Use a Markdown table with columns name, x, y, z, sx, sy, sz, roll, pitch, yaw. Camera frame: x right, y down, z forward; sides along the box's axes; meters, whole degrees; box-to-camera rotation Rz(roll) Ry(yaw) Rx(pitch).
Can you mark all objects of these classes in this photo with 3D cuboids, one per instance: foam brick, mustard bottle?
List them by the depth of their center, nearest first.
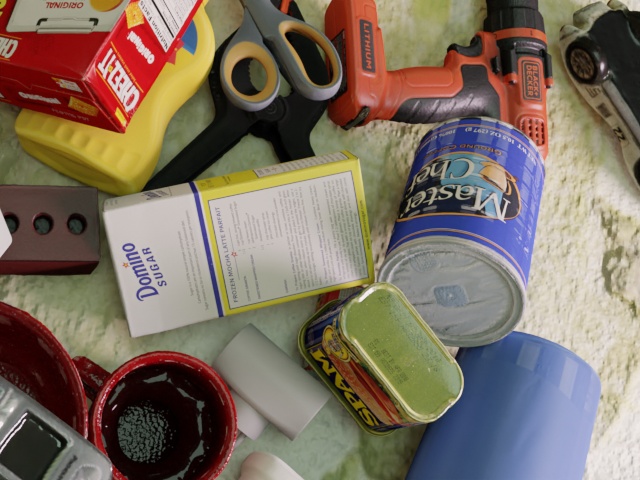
| name | x | y | z | sx | sy | sz | roll | pitch | yaw |
| --- | --- | --- | --- | --- | --- | --- | --- | --- | --- |
| foam brick | -0.190 | -0.006 | 0.720 | 0.078 | 0.051 | 0.053 | 0 | 77 | -20 |
| mustard bottle | -0.130 | -0.130 | 0.767 | 0.096 | 0.058 | 0.191 | 24 | 68 | 7 |

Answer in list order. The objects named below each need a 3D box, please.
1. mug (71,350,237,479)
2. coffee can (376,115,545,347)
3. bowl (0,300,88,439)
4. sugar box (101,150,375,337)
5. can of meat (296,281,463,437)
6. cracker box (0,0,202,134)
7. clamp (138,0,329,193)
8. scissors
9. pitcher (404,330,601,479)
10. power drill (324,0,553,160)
| name | x | y | z | sx | sy | sz | roll | pitch | yaw |
| --- | --- | --- | --- | --- | --- | --- | --- | --- | --- |
| mug | -0.119 | 0.116 | 0.699 | 0.117 | 0.082 | 0.093 | 36 | 68 | -8 |
| coffee can | 0.105 | -0.008 | 0.773 | 0.102 | 0.103 | 0.140 | 31 | 45 | -11 |
| bowl | -0.222 | 0.116 | 0.664 | 0.162 | 0.055 | 0.162 | 0 | 81 | -3 |
| sugar box | -0.055 | 0.001 | 0.736 | 0.176 | 0.048 | 0.093 | -11 | 105 | -6 |
| can of meat | 0.041 | 0.082 | 0.729 | 0.057 | 0.084 | 0.102 | -39 | 91 | -24 |
| cracker box | -0.158 | -0.189 | 0.726 | 0.164 | 0.072 | 0.213 | 16 | 68 | 25 |
| clamp | -0.034 | -0.086 | 0.803 | 0.164 | 0.036 | 0.210 | 20 | 69 | -12 |
| scissors | -0.064 | -0.170 | 0.797 | 0.096 | 0.016 | 0.202 | -34 | 68 | -18 |
| pitcher | 0.120 | 0.195 | 0.751 | 0.145 | 0.149 | 0.242 | 22 | 66 | 2 |
| power drill | 0.099 | -0.152 | 0.856 | 0.187 | 0.057 | 0.184 | 3 | 76 | -19 |
